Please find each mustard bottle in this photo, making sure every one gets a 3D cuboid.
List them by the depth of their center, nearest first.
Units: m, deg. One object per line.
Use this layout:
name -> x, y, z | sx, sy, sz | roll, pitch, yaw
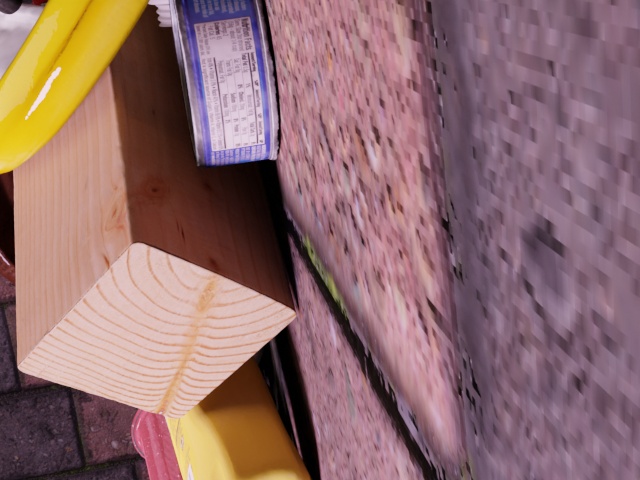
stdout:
mustard bottle -> -0.058, 0.081, 0.562 | 0.192, 0.058, 0.096 | -119, 23, -44

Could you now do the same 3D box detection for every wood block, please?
wood block -> -0.089, -0.031, 0.524 | 0.091, 0.090, 0.206 | -42, 42, 26

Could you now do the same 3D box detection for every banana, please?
banana -> -0.106, -0.096, 0.474 | 0.198, 0.037, 0.069 | -53, 21, 18

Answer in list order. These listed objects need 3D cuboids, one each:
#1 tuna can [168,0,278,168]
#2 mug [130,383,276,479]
tuna can -> -0.041, -0.074, 0.443 | 0.086, 0.033, 0.086 | 171, 90, -82
mug -> -0.065, 0.147, 0.647 | 0.081, 0.093, 0.117 | -114, 37, -46
